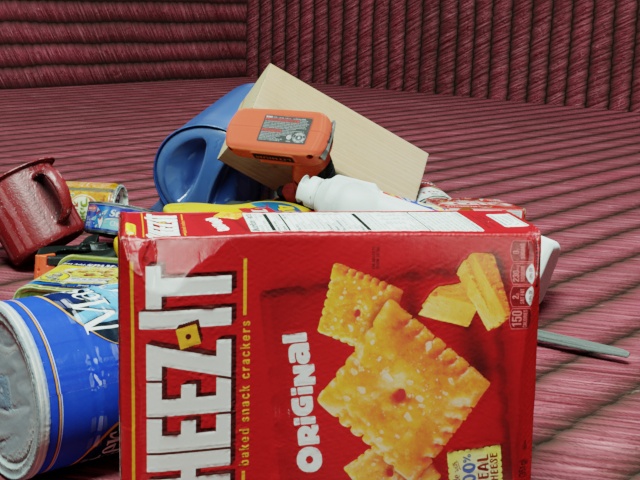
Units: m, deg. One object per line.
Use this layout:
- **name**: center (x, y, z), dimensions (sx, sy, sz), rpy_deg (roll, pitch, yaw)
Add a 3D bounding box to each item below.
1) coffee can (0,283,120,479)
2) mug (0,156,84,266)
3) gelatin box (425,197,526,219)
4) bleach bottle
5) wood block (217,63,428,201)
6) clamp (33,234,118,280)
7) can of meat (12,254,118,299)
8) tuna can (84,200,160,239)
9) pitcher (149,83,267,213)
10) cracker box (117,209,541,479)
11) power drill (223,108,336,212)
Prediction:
- **coffee can**: center (-0.128, 0.077, 0.644), dimensions (0.140, 0.103, 0.103), rpy_deg (-9, 16, -39)
- **mug**: center (-0.283, -0.031, 1.068), dimensions (0.117, 0.081, 0.093), rpy_deg (-30, -1, 42)
- **gelatin box**: center (0.164, -0.027, 1.133), dimensions (0.089, 0.030, 0.073), rpy_deg (1, 9, -11)
- **bleach bottle**: center (0.091, -0.008, 0.995), dimensions (0.251, 0.068, 0.102), rpy_deg (21, 9, 18)
- **wood block**: center (0.004, -0.092, 1.185), dimensions (0.206, 0.090, 0.090), rpy_deg (28, -35, -13)
- **clamp**: center (-0.210, 0.019, 1.039), dimensions (0.120, 0.039, 0.171), rpy_deg (0, 9, 16)
- **can of meat**: center (-0.184, 0.051, 0.858), dimensions (0.102, 0.057, 0.083), rpy_deg (4, 15, 13)
- **tuna can**: center (-0.212, -0.018, 1.158), dimensions (0.086, 0.034, 0.086), rpy_deg (9, -5, 1)
- **pitcher**: center (-0.117, -0.111, 1.343), dimensions (0.149, 0.145, 0.242), rpy_deg (8, 25, 9)
- **cracker box**: center (0.003, 0.069, 0.555), dimensions (0.213, 0.164, 0.072), rpy_deg (-1, 11, -10)
- **power drill**: center (-0.040, -0.058, 1.123), dimensions (0.184, 0.187, 0.057), rpy_deg (4, 57, 16)
